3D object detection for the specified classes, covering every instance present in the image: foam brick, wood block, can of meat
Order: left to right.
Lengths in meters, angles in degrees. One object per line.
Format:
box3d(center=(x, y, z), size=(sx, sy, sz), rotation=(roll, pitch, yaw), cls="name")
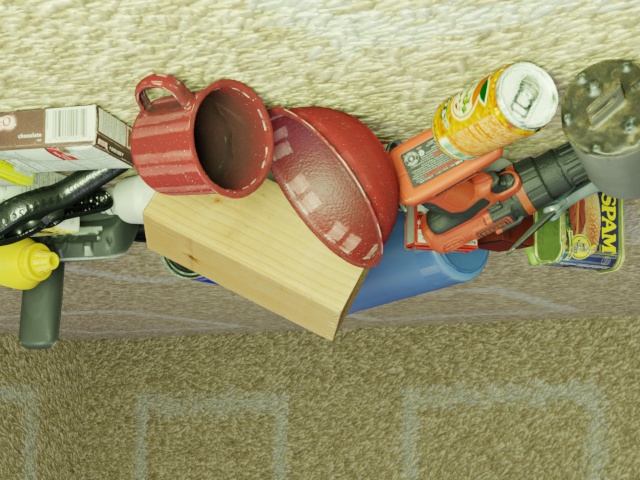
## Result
box3d(center=(-0.057, 0.002, 1.023), size=(0.206, 0.090, 0.091), rotation=(26, 157, 6), cls="wood block")
box3d(center=(0.199, -0.031, 1.175), size=(0.052, 0.078, 0.051), rotation=(9, 167, -36), cls="foam brick")
box3d(center=(0.286, -0.018, 1.186), size=(0.083, 0.102, 0.058), rotation=(6, 170, -22), cls="can of meat")

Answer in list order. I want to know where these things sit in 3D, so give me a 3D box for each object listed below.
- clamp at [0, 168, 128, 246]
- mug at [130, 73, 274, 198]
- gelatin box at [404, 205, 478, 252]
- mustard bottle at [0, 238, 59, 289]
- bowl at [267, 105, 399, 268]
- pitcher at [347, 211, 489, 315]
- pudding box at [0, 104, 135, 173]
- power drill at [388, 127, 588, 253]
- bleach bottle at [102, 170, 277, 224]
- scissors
box3d(center=(-0.261, -0.039, 1.044), size=(0.171, 0.039, 0.120), rotation=(-27, 165, -37), cls="clamp")
box3d(center=(-0.104, -0.085, 0.847), size=(0.082, 0.093, 0.117), rotation=(-2, 141, 41), cls="mug")
box3d(center=(0.126, -0.033, 1.122), size=(0.073, 0.089, 0.030), rotation=(3, 170, -19), cls="gelatin box")
box3d(center=(-0.367, 0.029, 1.194), size=(0.192, 0.058, 0.096), rotation=(-6, 174, 32), cls="mustard bottle")
box3d(center=(0.018, -0.057, 0.912), size=(0.055, 0.162, 0.162), rotation=(-36, -177, -20), cls="bowl")
box3d(center=(0.096, 0.018, 1.329), size=(0.243, 0.145, 0.149), rotation=(-15, -166, 48), cls="pitcher")
box3d(center=(-0.230, -0.088, 0.945), size=(0.113, 0.039, 0.090), rotation=(-1, 171, 15), cls="pudding box")
box3d(center=(0.154, -0.058, 0.977), size=(0.185, 0.057, 0.187), rotation=(-30, 154, 17), cls="power drill")
box3d(center=(-0.119, -0.044, 1.151), size=(0.251, 0.068, 0.102), rotation=(-1, 171, 18), cls="bleach bottle")
box3d(center=(0.247, -0.039, 1.043), size=(0.096, 0.016, 0.201), rotation=(-23, -170, 31), cls="scissors")
